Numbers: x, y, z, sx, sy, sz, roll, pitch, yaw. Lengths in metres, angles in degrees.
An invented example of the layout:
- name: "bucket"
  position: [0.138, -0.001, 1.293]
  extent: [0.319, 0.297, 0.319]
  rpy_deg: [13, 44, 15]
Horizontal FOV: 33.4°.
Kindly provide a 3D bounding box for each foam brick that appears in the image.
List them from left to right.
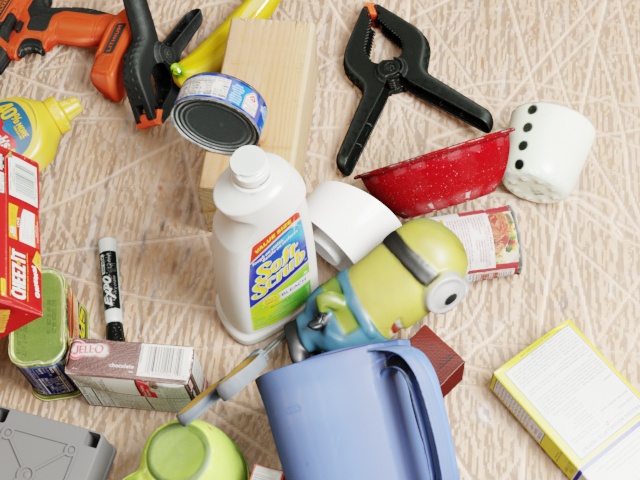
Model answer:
- name: "foam brick"
  position: [0.086, 0.126, 0.968]
  extent: [0.078, 0.051, 0.053]
  rpy_deg: [-40, 68, -16]

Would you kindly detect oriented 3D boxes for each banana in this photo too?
- name: "banana"
  position: [-0.101, -0.217, 1.156]
  extent: [0.037, 0.070, 0.197]
  rpy_deg: [44, 58, -8]

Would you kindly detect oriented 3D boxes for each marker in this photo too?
- name: "marker"
  position: [-0.204, 0.053, 1.044]
  extent: [0.020, 0.020, 0.121]
  rpy_deg: [-10, 62, -2]

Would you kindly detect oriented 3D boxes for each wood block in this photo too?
- name: "wood block"
  position: [-0.060, -0.116, 1.085]
  extent: [0.091, 0.090, 0.206]
  rpy_deg: [5, 62, 5]

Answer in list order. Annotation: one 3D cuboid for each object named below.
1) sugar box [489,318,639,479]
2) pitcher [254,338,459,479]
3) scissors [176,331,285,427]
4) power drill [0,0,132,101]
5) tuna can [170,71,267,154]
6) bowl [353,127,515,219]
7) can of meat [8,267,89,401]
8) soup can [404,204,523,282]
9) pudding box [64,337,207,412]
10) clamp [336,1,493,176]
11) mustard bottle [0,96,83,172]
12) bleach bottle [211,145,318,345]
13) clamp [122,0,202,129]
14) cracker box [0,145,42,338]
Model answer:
- name: "sugar box"
  position: [0.242, 0.163, 0.942]
  extent: [0.093, 0.048, 0.176]
  rpy_deg: [-34, 69, -14]
- name: "pitcher"
  position: [0.044, 0.204, 0.855]
  extent: [0.145, 0.149, 0.243]
  rpy_deg: [-16, 78, 3]
- name: "scissors"
  position: [-0.072, 0.116, 0.930]
  extent: [0.096, 0.201, 0.016]
  rpy_deg: [-36, 90, 5]
- name: "power drill"
  position: [-0.296, -0.209, 1.168]
  extent: [0.188, 0.057, 0.184]
  rpy_deg: [14, 64, 11]
- name: "tuna can"
  position: [-0.093, -0.117, 0.988]
  extent: [0.086, 0.086, 0.033]
  rpy_deg: [11, 62, 9]
- name: "bowl"
  position: [0.116, -0.060, 1.027]
  extent: [0.162, 0.162, 0.055]
  rpy_deg: [-17, 92, -5]
- name: "can of meat"
  position: [-0.252, 0.087, 0.993]
  extent: [0.057, 0.084, 0.102]
  rpy_deg: [-8, 62, -1]
- name: "soup can"
  position: [0.135, 0.007, 1.019]
  extent: [0.102, 0.068, 0.068]
  rpy_deg: [-9, 62, 0]
- name: "pudding box"
  position: [-0.164, 0.123, 0.965]
  extent: [0.113, 0.090, 0.039]
  rpy_deg: [6, 64, 6]
- name: "clamp"
  position: [0.069, -0.166, 1.131]
  extent: [0.164, 0.036, 0.210]
  rpy_deg: [-22, 58, 0]
- name: "mustard bottle"
  position: [-0.335, -0.097, 1.111]
  extent: [0.191, 0.058, 0.096]
  rpy_deg: [-31, 59, -13]
- name: "bleach bottle"
  position: [-0.056, 0.001, 0.930]
  extent: [0.102, 0.251, 0.068]
  rpy_deg: [-30, 64, -12]
- name: "clamp"
  position: [-0.170, -0.199, 1.148]
  extent: [0.039, 0.120, 0.171]
  rpy_deg: [-8, 78, 41]
- name: "cracker box"
  position: [-0.352, 0.028, 0.983]
  extent: [0.214, 0.072, 0.164]
  rpy_deg: [-26, 58, 27]
